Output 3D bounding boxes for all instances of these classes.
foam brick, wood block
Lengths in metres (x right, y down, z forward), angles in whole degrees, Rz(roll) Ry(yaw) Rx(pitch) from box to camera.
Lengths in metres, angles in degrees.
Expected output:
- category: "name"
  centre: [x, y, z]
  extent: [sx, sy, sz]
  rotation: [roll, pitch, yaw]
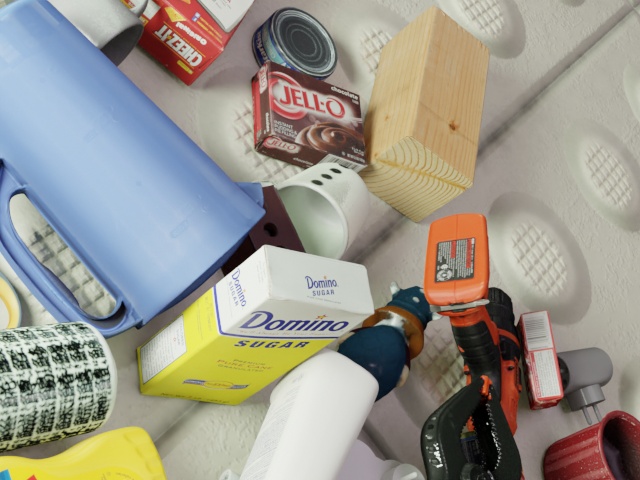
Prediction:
- category: "foam brick"
  centre: [-0.056, 0.001, 0.915]
  extent: [0.052, 0.051, 0.078]
  rotation: [-16, 75, -45]
- category: "wood block"
  centre: [0.110, -0.136, 1.119]
  extent: [0.090, 0.090, 0.206]
  rotation: [34, 46, -22]

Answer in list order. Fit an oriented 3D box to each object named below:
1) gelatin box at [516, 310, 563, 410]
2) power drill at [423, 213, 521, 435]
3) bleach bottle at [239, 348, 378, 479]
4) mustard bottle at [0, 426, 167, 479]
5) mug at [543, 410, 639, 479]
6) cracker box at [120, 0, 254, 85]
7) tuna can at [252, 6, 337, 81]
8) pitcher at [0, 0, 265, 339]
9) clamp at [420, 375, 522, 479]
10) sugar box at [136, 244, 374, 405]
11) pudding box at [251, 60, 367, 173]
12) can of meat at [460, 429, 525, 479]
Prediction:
- category: "gelatin box"
  centre: [0.215, 0.120, 1.055]
  extent: [0.073, 0.030, 0.089]
  rotation: [65, 17, -74]
- category: "power drill"
  centre: [0.147, 0.067, 0.988]
  extent: [0.184, 0.057, 0.187]
  rotation: [-82, 155, -47]
- category: "bleach bottle"
  centre: [-0.036, 0.197, 0.753]
  extent: [0.068, 0.103, 0.250]
  rotation: [33, 48, -6]
- category: "mustard bottle"
  centre: [-0.187, 0.183, 0.679]
  extent: [0.191, 0.058, 0.096]
  rotation: [-6, 80, -42]
- category: "mug"
  centre: [0.280, 0.231, 1.040]
  extent: [0.117, 0.082, 0.093]
  rotation: [47, 43, -8]
- category: "cracker box"
  centre: [-0.133, -0.271, 1.008]
  extent: [0.164, 0.072, 0.213]
  rotation: [39, 44, -16]
- category: "tuna can"
  centre: [-0.024, -0.192, 1.078]
  extent: [0.086, 0.034, 0.086]
  rotation: [21, 52, -30]
- category: "pitcher"
  centre: [-0.173, -0.054, 0.798]
  extent: [0.243, 0.145, 0.149]
  rotation: [47, 21, -4]
- category: "clamp"
  centre: [0.124, 0.204, 0.840]
  extent: [0.164, 0.036, 0.209]
  rotation: [35, 45, -13]
- category: "sugar box"
  centre: [-0.051, 0.068, 0.784]
  extent: [0.093, 0.177, 0.048]
  rotation: [12, 57, -36]
- category: "pudding box"
  centre: [-0.012, -0.115, 1.037]
  extent: [0.113, 0.039, 0.090]
  rotation: [18, 54, -32]
- category: "can of meat"
  centre: [0.152, 0.219, 0.931]
  extent: [0.102, 0.057, 0.084]
  rotation: [56, 22, -56]
